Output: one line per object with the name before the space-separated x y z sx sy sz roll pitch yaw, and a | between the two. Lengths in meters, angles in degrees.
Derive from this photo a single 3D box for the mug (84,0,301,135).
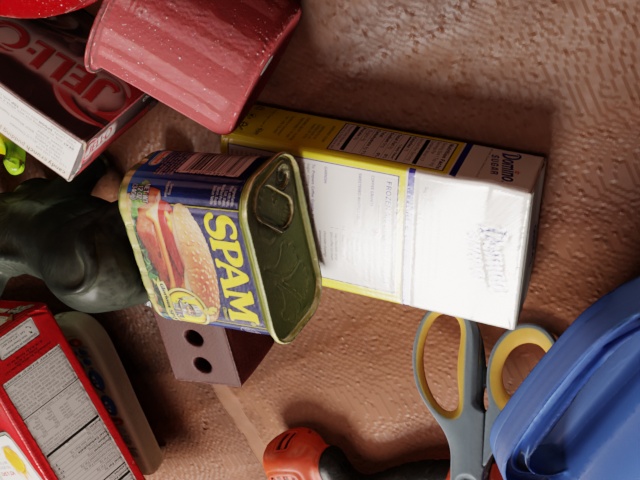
mug | -0.065 -0.104 0.563 0.081 0.093 0.117 30 162 -2

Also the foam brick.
foam brick | -0.070 0.048 0.688 0.053 0.051 0.078 2 123 25

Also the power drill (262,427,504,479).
power drill | 0.067 0.204 0.725 0.188 0.057 0.184 -12 116 32

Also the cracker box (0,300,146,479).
cracker box | -0.210 0.146 0.780 0.164 0.072 0.213 -3 119 49

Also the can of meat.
can of meat | -0.054 0.001 0.582 0.084 0.057 0.102 6 125 28

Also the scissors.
scissors | 0.104 0.133 0.627 0.096 0.016 0.202 -11 88 15

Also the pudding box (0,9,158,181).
pudding box | -0.157 -0.096 0.604 0.113 0.090 0.039 33 131 2

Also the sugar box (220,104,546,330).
sugar box | 0.032 -0.015 0.598 0.176 0.048 0.093 12 127 16
